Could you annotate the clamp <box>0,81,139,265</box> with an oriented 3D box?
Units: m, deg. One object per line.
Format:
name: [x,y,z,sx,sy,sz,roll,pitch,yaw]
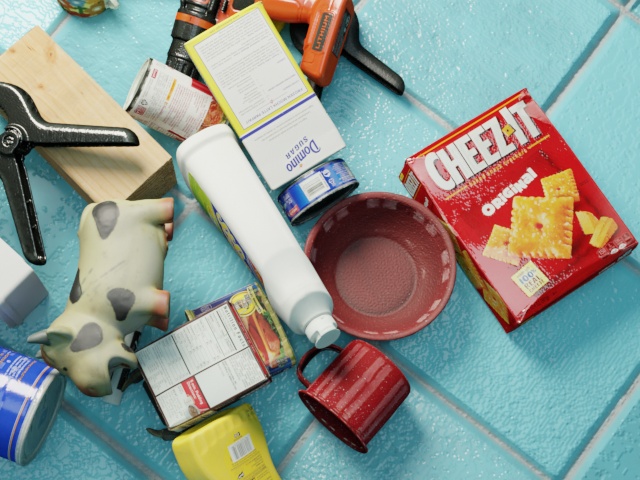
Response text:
clamp: [-0.307,-0.086,1.070,0.210,0.036,0.164,31,86,8]

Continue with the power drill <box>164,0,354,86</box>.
power drill: [-0.070,-0.231,1.170,0.188,0.057,0.184,19,94,10]

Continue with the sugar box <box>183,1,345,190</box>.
sugar box: [-0.057,-0.150,1.113,0.093,0.048,0.176,-31,98,-2]

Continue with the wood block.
wood block: [-0.258,-0.116,1.139,0.206,0.091,0.090,44,78,7]

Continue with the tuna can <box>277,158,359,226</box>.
tuna can: [-0.003,-0.052,1.138,0.086,0.086,0.034,-30,83,-10]

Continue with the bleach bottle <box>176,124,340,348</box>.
bleach bottle: [-0.057,0.001,1.081,0.068,0.102,0.251,-29,60,-11]

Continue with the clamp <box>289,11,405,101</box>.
clamp: [0.023,-0.218,1.205,0.120,0.039,0.171,-11,81,-6]

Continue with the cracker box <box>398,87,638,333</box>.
cracker box: [0.212,-0.034,1.153,0.164,0.072,0.214,-31,79,-10]

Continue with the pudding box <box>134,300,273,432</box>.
pudding box: [-0.117,0.125,1.056,0.113,0.039,0.090,-28,77,0]

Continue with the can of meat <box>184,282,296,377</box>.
can of meat: [-0.083,0.104,1.113,0.084,0.057,0.102,-24,78,-11]

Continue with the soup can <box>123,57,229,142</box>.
soup can: [-0.153,-0.144,1.147,0.102,0.069,0.068,25,75,-18]

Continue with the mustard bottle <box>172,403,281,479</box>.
mustard bottle: [-0.071,0.265,1.057,0.096,0.058,0.191,-24,90,-52]

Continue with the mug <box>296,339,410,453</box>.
mug: [0.029,0.150,1.095,0.117,0.093,0.081,35,71,26]

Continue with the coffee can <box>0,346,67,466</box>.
coffee can: [-0.339,0.152,1.063,0.140,0.103,0.103,20,76,2]

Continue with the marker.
marker: [-0.202,0.113,1.123,0.020,0.020,0.121,16,76,1]

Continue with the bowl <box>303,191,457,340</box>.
bowl: [0.061,0.032,1.136,0.162,0.055,0.162,0,74,-1]
